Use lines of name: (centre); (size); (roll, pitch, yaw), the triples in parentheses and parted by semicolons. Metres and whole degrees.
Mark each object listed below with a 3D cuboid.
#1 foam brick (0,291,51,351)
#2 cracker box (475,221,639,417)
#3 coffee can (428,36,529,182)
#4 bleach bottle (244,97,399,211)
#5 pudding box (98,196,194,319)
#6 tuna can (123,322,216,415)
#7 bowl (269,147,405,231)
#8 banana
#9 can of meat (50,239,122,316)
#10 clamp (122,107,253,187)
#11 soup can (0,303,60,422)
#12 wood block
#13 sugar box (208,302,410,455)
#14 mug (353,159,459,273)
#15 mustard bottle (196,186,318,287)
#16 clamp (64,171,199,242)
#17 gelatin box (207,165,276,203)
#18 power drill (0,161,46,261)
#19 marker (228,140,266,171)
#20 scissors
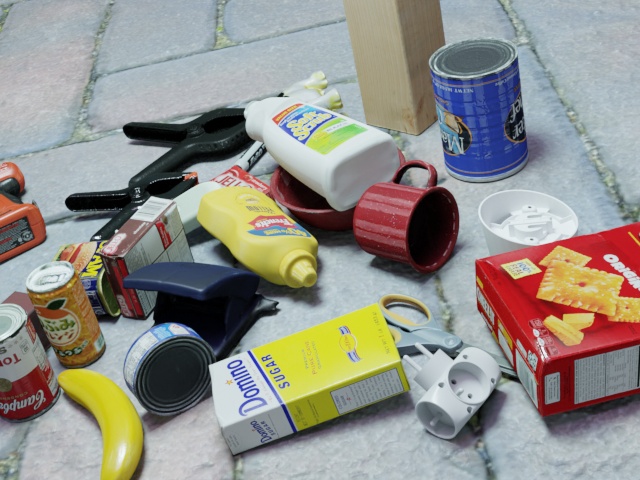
foam brick: (-0.330, 0.100, 1.158); (0.051, 0.053, 0.078); (9, 41, 30)
cracker box: (0.268, 0.060, 0.972); (0.213, 0.072, 0.164); (-13, 34, -6)
coffee can: (0.188, -0.154, 1.258); (0.103, 0.140, 0.103); (-9, 34, 6)
bleach bottle: (-0.020, -0.116, 1.250); (0.102, 0.068, 0.251); (-30, 35, -23)
pudding box: (-0.193, 0.019, 1.193); (0.039, 0.090, 0.113); (9, 40, 28)
tuna can: (-0.146, 0.123, 1.028); (0.086, 0.086, 0.034); (-28, 35, -20)
bowl: (0.024, -0.059, 1.256); (0.162, 0.055, 0.162); (-10, 34, 6)
banana: (-0.208, 0.174, 1.021); (0.069, 0.037, 0.198); (-19, 34, -10)
can of meat: (-0.262, 0.043, 1.215); (0.084, 0.057, 0.102); (-6, 34, 17)
clamp: (-0.172, -0.132, 1.449); (0.210, 0.036, 0.164); (-12, 38, 4)
soup can: (-0.311, 0.123, 1.074); (0.068, 0.102, 0.068); (-9, 34, 6)
wood block: (0.101, -0.252, 1.372); (0.091, 0.206, 0.090); (17, 45, 37)
sugar box: (-0.013, 0.127, 0.998); (0.176, 0.048, 0.093); (-19, 34, -1)
mug: (0.092, -0.029, 1.145); (0.082, 0.117, 0.093); (14, 3, 42)
mustard bottle: (-0.058, 0.001, 1.187); (0.096, 0.058, 0.192); (3, 24, -34)
clamp: (-0.229, -0.040, 1.338); (0.171, 0.039, 0.120); (-18, 45, -9)
gelatin box: (-0.109, -0.053, 1.315); (0.073, 0.030, 0.089); (-32, 38, -20)
power drill: (-0.451, -0.030, 1.384); (0.184, 0.057, 0.188); (-29, 37, -21)
marker: (-0.093, -0.111, 1.405); (0.020, 0.020, 0.121); (7, 39, 28)
scissors: (0.107, 0.107, 1.023); (0.096, 0.016, 0.202); (-30, 37, -19)
